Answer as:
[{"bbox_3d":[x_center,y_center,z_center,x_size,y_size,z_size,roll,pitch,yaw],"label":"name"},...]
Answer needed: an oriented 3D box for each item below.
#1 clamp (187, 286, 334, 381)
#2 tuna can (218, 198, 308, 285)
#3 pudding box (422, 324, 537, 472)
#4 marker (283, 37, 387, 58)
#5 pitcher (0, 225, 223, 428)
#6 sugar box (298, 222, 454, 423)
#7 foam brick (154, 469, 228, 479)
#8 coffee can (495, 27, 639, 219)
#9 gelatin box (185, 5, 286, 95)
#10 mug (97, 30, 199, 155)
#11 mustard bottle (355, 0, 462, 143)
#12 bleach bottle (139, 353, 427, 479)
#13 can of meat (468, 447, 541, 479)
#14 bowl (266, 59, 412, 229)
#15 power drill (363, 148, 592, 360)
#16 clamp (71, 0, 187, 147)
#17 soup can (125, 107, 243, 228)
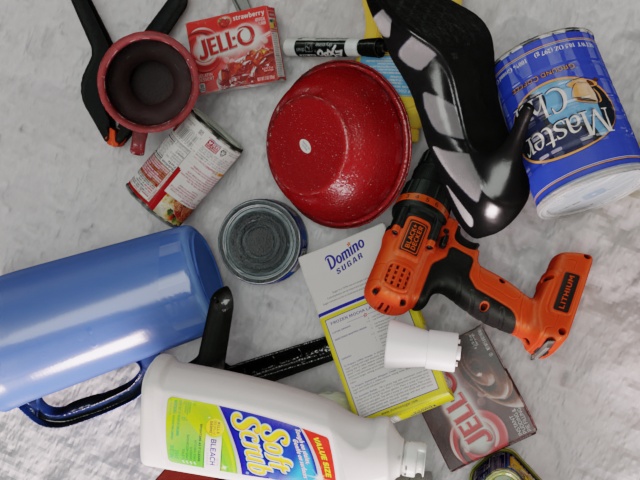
[{"bbox_3d":[-0.102,0.128,1.022,0.210,0.164,0.036,-37,45,16],"label":"clamp"},{"bbox_3d":[-0.057,0.001,1.051,0.086,0.033,0.086,0,91,10],"label":"tuna can"},{"bbox_3d":[0.140,0.149,1.009,0.090,0.039,0.113,-28,75,9],"label":"pudding box"},{"bbox_3d":[0.014,-0.183,1.014,0.121,0.020,0.020,9,93,41],"label":"marker"},{"bbox_3d":[-0.216,0.080,1.042,0.243,0.149,0.145,-18,64,7],"label":"pitcher"},{"bbox_3d":[0.051,0.081,1.004,0.093,0.048,0.176,-22,67,8],"label":"sugar box"},{"bbox_3d":[-0.121,0.231,1.044,0.053,0.078,0.051,44,96,7],"label":"foam brick"},{"bbox_3d":[0.220,-0.103,0.951,0.103,0.102,0.140,-20,73,10],"label":"coffee can"},{"bbox_3d":[-0.084,-0.185,1.047,0.089,0.030,0.073,-7,95,19],"label":"gelatin box"},{"bbox_3d":[-0.164,-0.139,1.019,0.093,0.081,0.117,7,97,-8],"label":"mug"},{"bbox_3d":[0.080,-0.169,1.011,0.096,0.058,0.191,6,92,20],"label":"mustard bottle"},{"bbox_3d":[-0.031,0.168,0.945,0.251,0.068,0.102,7,108,8],"label":"bleach bottle"},{"bbox_3d":[0.184,0.248,0.986,0.057,0.084,0.102,-44,84,8],"label":"can of meat"},{"bbox_3d":[0.003,-0.089,0.997,0.162,0.055,0.162,4,97,36],"label":"bowl"},{"bbox_3d":[0.150,0.013,0.984,0.187,0.057,0.184,23,65,3],"label":"power drill"},{"bbox_3d":[-0.208,-0.183,1.073,0.120,0.039,0.171,16,94,10],"label":"clamp"},{"bbox_3d":[-0.133,-0.071,1.047,0.068,0.068,0.102,42,97,7],"label":"soup can"}]
